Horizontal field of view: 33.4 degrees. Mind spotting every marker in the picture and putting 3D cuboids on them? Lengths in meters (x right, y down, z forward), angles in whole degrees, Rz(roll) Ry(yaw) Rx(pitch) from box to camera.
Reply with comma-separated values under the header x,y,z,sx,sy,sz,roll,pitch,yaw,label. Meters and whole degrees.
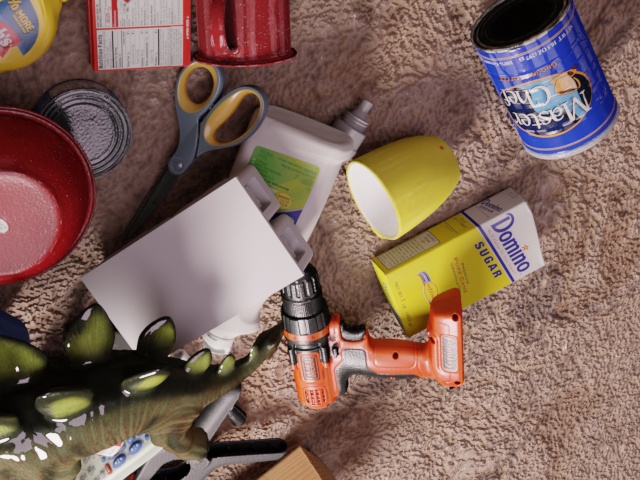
x,y,z,sx,sy,sz,roll,pitch,yaw,label
-0.116,0.158,1.130,0.020,0.020,0.121,-38,123,0,marker

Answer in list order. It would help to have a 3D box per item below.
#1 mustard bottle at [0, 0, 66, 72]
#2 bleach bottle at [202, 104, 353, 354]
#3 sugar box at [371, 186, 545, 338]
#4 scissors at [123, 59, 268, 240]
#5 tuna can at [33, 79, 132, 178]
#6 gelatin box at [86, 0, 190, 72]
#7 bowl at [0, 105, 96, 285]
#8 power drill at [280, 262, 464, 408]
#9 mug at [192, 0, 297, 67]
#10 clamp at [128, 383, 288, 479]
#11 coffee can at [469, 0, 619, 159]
x,y,z,sx,sy,sz,roll,pitch,yaw,label
-0.275,-0.179,0.871,0.191,0.058,0.096,-33,106,-4,mustard bottle
-0.057,0.001,1.037,0.102,0.068,0.251,22,110,4,bleach bottle
0.151,0.024,1.152,0.176,0.048,0.093,-27,123,-6,sugar box
-0.137,-0.091,0.991,0.202,0.016,0.096,-34,91,21,scissors
-0.214,-0.099,0.952,0.086,0.034,0.086,-9,118,-17,tuna can
-0.159,-0.188,0.931,0.089,0.030,0.073,-6,119,-18,gelatin box
-0.258,-0.024,0.859,0.162,0.055,0.162,-9,118,-17,bowl
0.054,0.093,1.108,0.188,0.057,0.184,-3,125,8,power drill
-0.071,-0.196,0.916,0.093,0.117,0.081,6,113,17,mug
-0.122,0.228,1.142,0.171,0.039,0.120,-34,118,12,clamp
0.222,-0.165,1.051,0.103,0.103,0.140,-36,123,-2,coffee can
